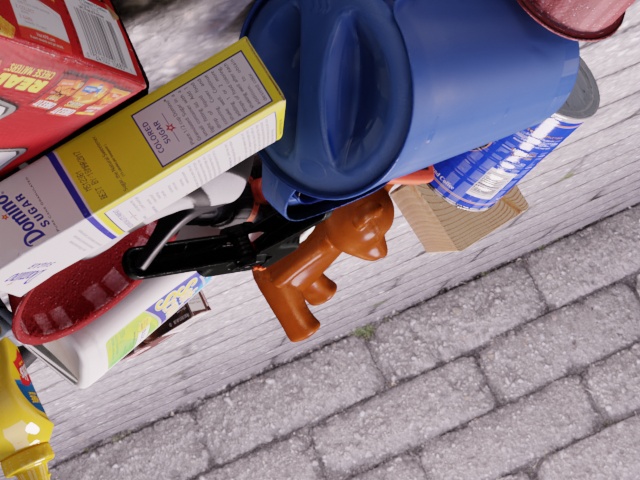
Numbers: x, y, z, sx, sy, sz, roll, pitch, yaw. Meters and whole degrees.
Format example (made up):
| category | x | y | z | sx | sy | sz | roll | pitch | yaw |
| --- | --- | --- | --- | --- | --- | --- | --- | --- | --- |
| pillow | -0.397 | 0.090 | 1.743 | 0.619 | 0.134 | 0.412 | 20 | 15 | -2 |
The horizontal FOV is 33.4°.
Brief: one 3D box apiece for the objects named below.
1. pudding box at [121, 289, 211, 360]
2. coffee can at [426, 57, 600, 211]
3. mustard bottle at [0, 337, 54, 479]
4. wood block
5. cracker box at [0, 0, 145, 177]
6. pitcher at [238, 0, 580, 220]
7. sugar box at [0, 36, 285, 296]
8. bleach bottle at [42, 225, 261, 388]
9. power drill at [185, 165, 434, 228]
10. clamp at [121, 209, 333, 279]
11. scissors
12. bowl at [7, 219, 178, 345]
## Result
| category | x | y | z | sx | sy | sz | roll | pitch | yaw |
| --- | --- | --- | --- | --- | --- | --- | --- | --- | --- |
| pudding box | -0.174 | 0.058 | 1.073 | 0.114 | 0.090 | 0.039 | -31 | 170 | 26 |
| coffee can | 0.158 | -0.105 | 0.932 | 0.102 | 0.103 | 0.141 | -16 | 158 | -41 |
| mustard bottle | -0.260 | 0.112 | 0.854 | 0.058 | 0.192 | 0.096 | -22 | 170 | -14 |
| wood block | 0.148 | -0.046 | 1.181 | 0.090 | 0.091 | 0.206 | -32 | 180 | -3 |
| cracker box | -0.210 | -0.057 | 0.461 | 0.214 | 0.072 | 0.164 | -27 | 169 | 18 |
| pitcher | 0.065 | -0.104 | 0.702 | 0.149 | 0.145 | 0.242 | -7 | -173 | 41 |
| sugar box | -0.103 | -0.036 | 0.564 | 0.176 | 0.048 | 0.093 | -29 | 176 | -6 |
| bleach bottle | -0.136 | 0.025 | 0.966 | 0.250 | 0.068 | 0.103 | -39 | 164 | -28 |
| power drill | -0.014 | -0.053 | 0.898 | 0.188 | 0.057 | 0.184 | -14 | 178 | 32 |
| clamp | -0.056 | 0.001 | 0.878 | 0.164 | 0.036 | 0.210 | -18 | 173 | 8 |
| scissors | -0.234 | 0.078 | 0.813 | 0.016 | 0.096 | 0.201 | -27 | 128 | 2 |
| bowl | -0.182 | 0.005 | 0.814 | 0.162 | 0.055 | 0.162 | -40 | 166 | -13 |
